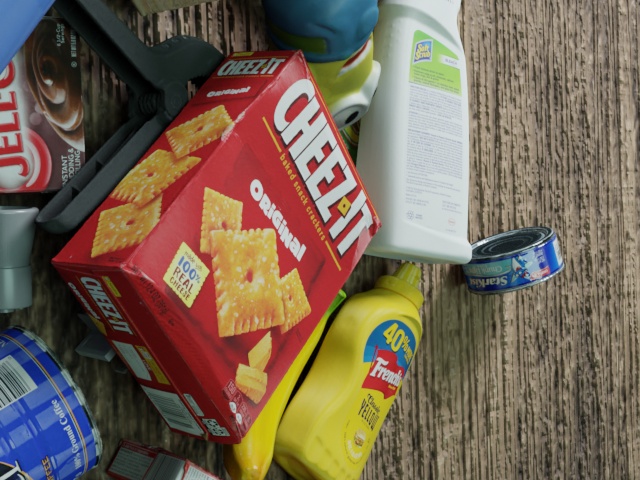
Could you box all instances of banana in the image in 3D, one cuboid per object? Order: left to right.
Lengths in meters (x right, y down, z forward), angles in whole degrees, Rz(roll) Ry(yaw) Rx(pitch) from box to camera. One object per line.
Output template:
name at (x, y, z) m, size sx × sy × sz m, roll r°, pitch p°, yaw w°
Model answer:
banana at (-0.036, 0.108, 0.761) m, size 0.037 × 0.070 × 0.197 m, roll 32°, pitch 41°, yaw -6°

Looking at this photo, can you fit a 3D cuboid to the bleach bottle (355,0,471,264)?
bleach bottle at (0.081, -0.110, 0.856) m, size 0.102 × 0.068 × 0.251 m, roll 10°, pitch 84°, yaw -40°

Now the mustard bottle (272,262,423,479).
mustard bottle at (0.032, 0.100, 0.835) m, size 0.191 × 0.058 × 0.096 m, roll -62°, pitch 143°, yaw -22°

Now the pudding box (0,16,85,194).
pudding box at (-0.197, -0.085, 0.670) m, size 0.089 × 0.039 × 0.113 m, roll -5°, pitch 93°, yaw -38°

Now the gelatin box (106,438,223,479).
gelatin box at (-0.092, 0.166, 0.721) m, size 0.073 × 0.089 × 0.030 m, roll 38°, pitch 68°, yaw -32°

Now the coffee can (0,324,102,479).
coffee can at (-0.214, 0.127, 0.617) m, size 0.140 × 0.103 × 0.103 m, roll -32°, pitch 109°, yaw -34°

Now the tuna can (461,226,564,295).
tuna can at (0.165, 0.017, 0.926) m, size 0.085 × 0.086 × 0.034 m, roll -25°, pitch 103°, yaw -36°

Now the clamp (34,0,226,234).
clamp at (-0.112, -0.081, 0.710) m, size 0.209 × 0.036 × 0.164 m, roll 6°, pitch 88°, yaw -54°

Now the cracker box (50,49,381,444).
cracker box at (-0.055, 0.001, 0.706) m, size 0.213 × 0.072 × 0.164 m, roll -55°, pitch 134°, yaw -34°
